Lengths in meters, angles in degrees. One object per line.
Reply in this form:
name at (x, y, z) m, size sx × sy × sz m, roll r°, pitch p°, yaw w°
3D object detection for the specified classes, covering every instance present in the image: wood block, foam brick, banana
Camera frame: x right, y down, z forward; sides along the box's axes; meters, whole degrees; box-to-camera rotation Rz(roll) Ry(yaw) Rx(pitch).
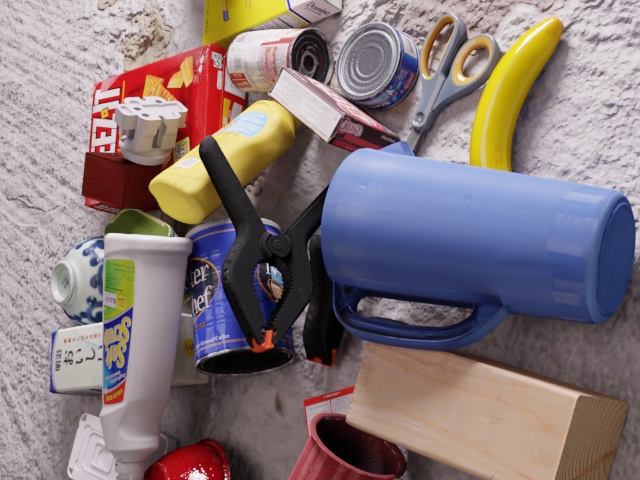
wood block at (0.134, 0.145, 0.891) m, size 0.206 × 0.090 × 0.090 m, roll 15°, pitch 89°, yaw 42°
foam brick at (-0.223, -0.068, 1.194) m, size 0.078 × 0.052 × 0.051 m, roll 17°, pitch 102°, yaw 39°
banana at (0.173, -0.108, 0.967) m, size 0.070 × 0.037 × 0.198 m, roll 8°, pitch 86°, yaw 13°

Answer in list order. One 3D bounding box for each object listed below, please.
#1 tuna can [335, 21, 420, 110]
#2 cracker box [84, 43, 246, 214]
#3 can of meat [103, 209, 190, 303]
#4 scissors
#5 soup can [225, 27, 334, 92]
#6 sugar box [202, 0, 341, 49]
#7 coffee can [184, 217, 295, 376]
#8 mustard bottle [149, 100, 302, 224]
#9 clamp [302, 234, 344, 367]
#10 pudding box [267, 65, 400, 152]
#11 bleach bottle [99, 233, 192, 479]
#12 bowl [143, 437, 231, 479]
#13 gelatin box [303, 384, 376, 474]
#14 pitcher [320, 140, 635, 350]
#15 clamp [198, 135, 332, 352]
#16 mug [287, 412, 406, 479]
tuna can at (0.057, -0.178, 1.086) m, size 0.086 × 0.033 × 0.086 m, roll -13°, pitch 70°, yaw 38°
cracker box at (-0.185, -0.125, 1.256) m, size 0.214 × 0.072 × 0.164 m, roll -9°, pitch 73°, yaw 40°
can of meat at (-0.188, 0.016, 1.201) m, size 0.102 × 0.084 × 0.057 m, roll 25°, pitch 66°, yaw 42°
scissors at (0.116, -0.121, 1.031) m, size 0.096 × 0.016 × 0.202 m, roll 11°, pitch 86°, yaw 42°
soup can at (-0.045, -0.194, 1.157) m, size 0.102 × 0.068 × 0.068 m, roll 7°, pitch 83°, yaw 42°
sugar box at (-0.056, -0.277, 1.203) m, size 0.177 × 0.048 × 0.093 m, roll -17°, pitch 65°, yaw 39°
coffee can at (-0.083, 0.059, 1.096) m, size 0.103 × 0.102 × 0.140 m, roll -23°, pitch 64°, yaw 35°
mustard bottle at (-0.084, -0.095, 1.119) m, size 0.191 × 0.058 × 0.096 m, roll -42°, pitch 26°, yaw -24°
clamp at (0.015, 0.040, 1.026) m, size 0.039 × 0.120 × 0.171 m, roll 23°, pitch 129°, yaw 19°
pudding box at (0.013, -0.125, 1.072) m, size 0.114 × 0.089 × 0.039 m, roll 40°, pitch 106°, yaw 41°
bleach bottle at (-0.184, 0.120, 1.088) m, size 0.103 × 0.067 × 0.251 m, roll 3°, pitch 90°, yaw 52°
bowl at (-0.152, 0.278, 1.093) m, size 0.162 × 0.055 × 0.162 m, roll -40°, pitch 41°, yaw 46°
gelatin box at (0.025, 0.187, 1.015) m, size 0.073 × 0.030 × 0.089 m, roll -22°, pitch 67°, yaw 34°
pitcher at (0.128, 0.008, 0.895) m, size 0.243 × 0.144 × 0.149 m, roll 9°, pitch 111°, yaw 32°
clamp at (-0.057, 0.001, 1.038) m, size 0.036 × 0.164 × 0.210 m, roll 149°, pitch 135°, yaw -63°
mug at (0.014, 0.206, 0.949) m, size 0.081 × 0.093 × 0.117 m, roll -64°, pitch 20°, yaw 18°
